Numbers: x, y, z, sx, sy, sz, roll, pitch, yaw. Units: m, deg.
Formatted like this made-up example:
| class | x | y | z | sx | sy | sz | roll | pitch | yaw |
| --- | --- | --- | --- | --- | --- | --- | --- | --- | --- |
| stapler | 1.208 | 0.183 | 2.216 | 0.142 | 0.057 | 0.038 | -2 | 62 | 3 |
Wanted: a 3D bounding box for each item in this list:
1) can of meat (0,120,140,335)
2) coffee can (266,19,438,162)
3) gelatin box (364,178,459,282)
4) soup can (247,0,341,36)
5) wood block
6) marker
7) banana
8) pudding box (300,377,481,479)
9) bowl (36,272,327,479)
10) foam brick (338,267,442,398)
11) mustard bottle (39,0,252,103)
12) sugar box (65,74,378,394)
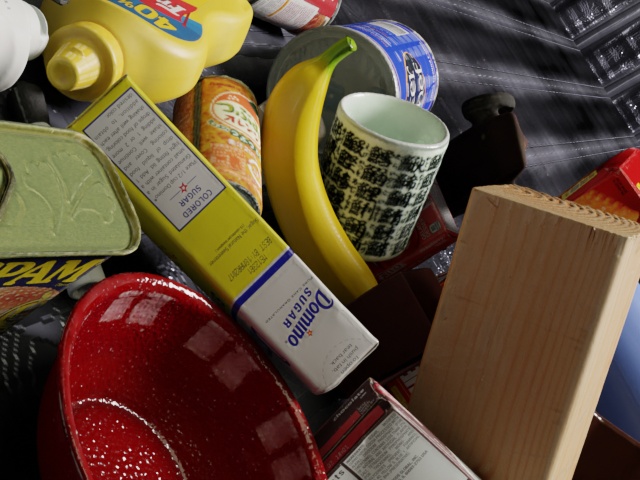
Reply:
| class | x | y | z | sx | sy | sz | roll | pitch | yaw |
| --- | --- | --- | --- | --- | --- | --- | --- | --- | --- |
| can of meat | -0.134 | 0.001 | 0.404 | 0.102 | 0.084 | 0.057 | -1 | 61 | -63 |
| coffee can | 0.029 | -0.122 | 0.851 | 0.103 | 0.103 | 0.140 | 56 | 23 | -1 |
| gelatin box | 0.057 | -0.022 | 0.816 | 0.030 | 0.073 | 0.089 | 20 | 43 | -52 |
| soup can | -0.036 | -0.214 | 0.886 | 0.102 | 0.069 | 0.068 | 8 | 53 | -59 |
| wood block | 0.112 | 0.079 | 0.618 | 0.091 | 0.206 | 0.090 | 21 | 13 | 24 |
| marker | -0.131 | -0.028 | 0.526 | 0.020 | 0.020 | 0.121 | 15 | 47 | -57 |
| banana | -0.002 | -0.032 | 0.697 | 0.037 | 0.070 | 0.198 | -60 | 146 | -58 |
| pudding box | 0.033 | 0.138 | 0.542 | 0.113 | 0.090 | 0.039 | 45 | -1 | -24 |
| bowl | -0.065 | 0.096 | 0.452 | 0.162 | 0.055 | 0.162 | 43 | 27 | -29 |
| foam brick | 0.044 | 0.059 | 0.683 | 0.051 | 0.078 | 0.053 | -2 | 62 | -61 |
| mustard bottle | -0.110 | -0.121 | 0.622 | 0.096 | 0.058 | 0.191 | 27 | 27 | 1 |
| sugar box | -0.054 | 0.001 | 0.540 | 0.176 | 0.048 | 0.093 | 49 | -10 | -7 |
